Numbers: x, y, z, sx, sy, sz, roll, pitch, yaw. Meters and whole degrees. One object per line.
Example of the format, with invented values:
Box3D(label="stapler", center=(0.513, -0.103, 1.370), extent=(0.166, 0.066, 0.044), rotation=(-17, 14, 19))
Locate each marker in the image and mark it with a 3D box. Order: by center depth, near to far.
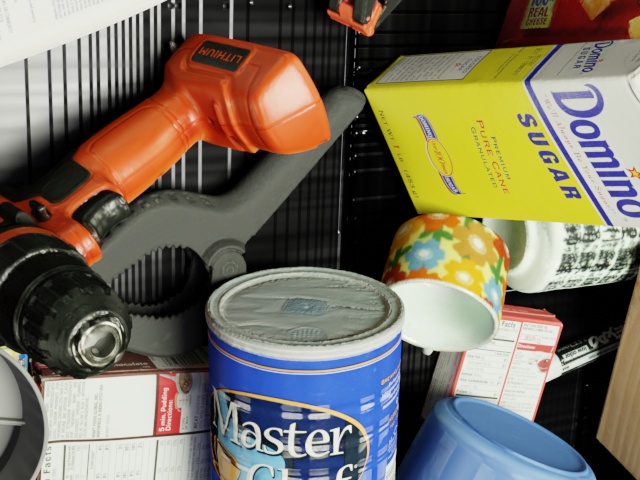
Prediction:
Box3D(label="marker", center=(0.201, 0.071, 0.753), extent=(0.121, 0.020, 0.020), rotation=(-19, 113, -20))

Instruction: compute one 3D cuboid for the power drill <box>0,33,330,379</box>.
Box3D(label="power drill", center=(-0.088, -0.023, 0.498), extent=(0.187, 0.185, 0.057), rotation=(-38, 126, -22))

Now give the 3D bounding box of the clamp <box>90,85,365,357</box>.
Box3D(label="clamp", center=(-0.054, 0.001, 0.596), extent=(0.209, 0.036, 0.164), rotation=(-8, 108, -27))

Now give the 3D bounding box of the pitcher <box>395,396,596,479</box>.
Box3D(label="pitcher", center=(0.060, 0.219, 0.658), extent=(0.149, 0.145, 0.243), rotation=(17, 102, -37))

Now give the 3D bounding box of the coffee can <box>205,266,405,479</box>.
Box3D(label="coffee can", center=(-0.009, 0.097, 0.571), extent=(0.102, 0.103, 0.140), rotation=(-9, 113, -24))

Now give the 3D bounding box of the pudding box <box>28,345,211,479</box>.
Box3D(label="pudding box", center=(-0.108, 0.109, 0.601), extent=(0.113, 0.039, 0.090), rotation=(0, 105, -25))

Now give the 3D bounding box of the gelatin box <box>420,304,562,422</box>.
Box3D(label="gelatin box", center=(0.113, 0.086, 0.708), extent=(0.073, 0.030, 0.089), rotation=(9, 102, -27))

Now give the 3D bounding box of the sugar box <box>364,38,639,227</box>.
Box3D(label="sugar box", center=(0.114, -0.056, 0.580), extent=(0.048, 0.177, 0.093), rotation=(-44, 121, -29))
